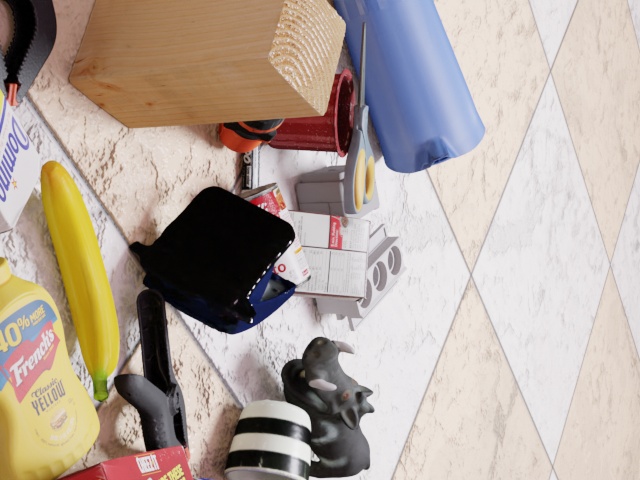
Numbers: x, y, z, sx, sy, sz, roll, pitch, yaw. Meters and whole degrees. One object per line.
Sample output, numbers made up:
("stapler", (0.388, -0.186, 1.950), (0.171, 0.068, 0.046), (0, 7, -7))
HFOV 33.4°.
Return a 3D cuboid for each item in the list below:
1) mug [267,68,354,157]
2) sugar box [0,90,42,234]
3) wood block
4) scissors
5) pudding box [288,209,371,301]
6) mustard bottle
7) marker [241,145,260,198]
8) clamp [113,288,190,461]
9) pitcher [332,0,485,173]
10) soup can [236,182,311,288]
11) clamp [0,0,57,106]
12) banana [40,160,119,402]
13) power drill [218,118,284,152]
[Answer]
("mug", (-0.010, -0.133, 1.137), (0.117, 0.081, 0.093), (50, 45, -72))
("sugar box", (-0.262, -0.096, 0.751), (0.093, 0.048, 0.176), (-86, 155, -53))
("wood block", (-0.095, -0.156, 0.893), (0.090, 0.206, 0.091), (39, 57, -51))
("scissors", (0.048, -0.125, 1.159), (0.096, 0.016, 0.202), (30, 66, -72))
("pudding box", (-0.005, 0.016, 1.140), (0.113, 0.039, 0.090), (6, 84, -12))
("mustard bottle", (-0.233, 0.088, 0.809), (0.096, 0.058, 0.191), (-40, 122, -49))
("marker", (-0.072, -0.097, 1.108), (0.020, 0.020, 0.121), (5, 85, -58))
("clamp", (-0.145, 0.142, 0.936), (0.120, 0.039, 0.171), (-70, 154, -59))
("pitcher", (0.101, -0.217, 1.302), (0.144, 0.149, 0.243), (-42, 123, -32))
("soup can", (-0.057, 0.001, 1.066), (0.068, 0.069, 0.102), (-33, 106, -53))
("clamp", (-0.245, -0.208, 0.813), (0.164, 0.036, 0.210), (22, 71, -57))
("banana", (-0.193, 0.029, 0.874), (0.037, 0.070, 0.198), (-15, 101, -14))
("power drill", (-0.044, -0.187, 1.016), (0.057, 0.185, 0.187), (19, 75, -14))
